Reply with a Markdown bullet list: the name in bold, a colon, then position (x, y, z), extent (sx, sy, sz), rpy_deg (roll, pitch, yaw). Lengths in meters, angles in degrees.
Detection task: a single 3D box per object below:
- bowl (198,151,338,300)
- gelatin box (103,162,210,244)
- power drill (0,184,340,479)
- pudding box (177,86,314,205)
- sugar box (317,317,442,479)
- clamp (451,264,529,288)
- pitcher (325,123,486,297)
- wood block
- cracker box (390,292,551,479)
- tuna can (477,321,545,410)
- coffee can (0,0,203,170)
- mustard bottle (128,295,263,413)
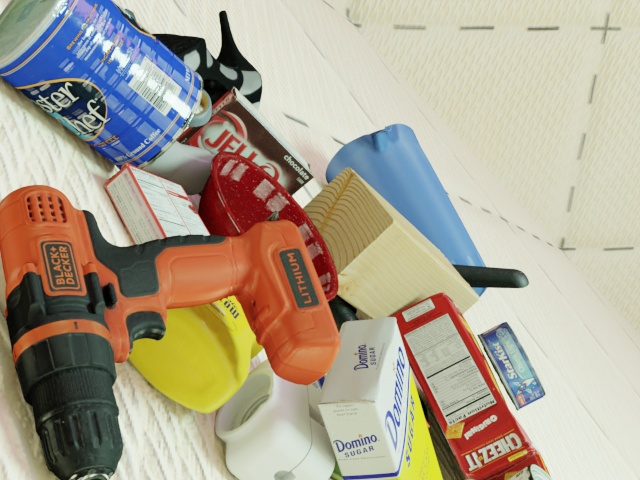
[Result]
- **bowl**: position (-0.056, 0.001, 0.935), extent (0.162, 0.055, 0.162), rpy_deg (44, 20, -21)
- **gelatin box**: position (-0.123, -0.012, 0.838), extent (0.089, 0.030, 0.073), rpy_deg (57, 18, 25)
- **power drill**: position (-0.084, 0.049, 0.612), extent (0.187, 0.057, 0.184), rpy_deg (2, 53, -33)
- **pudding box**: position (-0.076, -0.074, 1.003), extent (0.113, 0.090, 0.039), rpy_deg (43, 16, -27)
- **sugar box**: position (0.048, 0.151, 0.736), extent (0.093, 0.048, 0.176), rpy_deg (-69, 148, -57)
- **clamp**: position (0.120, 0.043, 1.207), extent (0.210, 0.165, 0.036), rpy_deg (43, 27, 7)
- **pitcher**: position (0.115, -0.016, 1.375), extent (0.149, 0.145, 0.243), rpy_deg (9, 46, -50)
- **wood block**: position (0.066, 0.025, 1.078), extent (0.205, 0.091, 0.090), rpy_deg (37, 12, -51)
- **cracker box**: position (0.156, 0.176, 1.036), extent (0.164, 0.072, 0.214), rpy_deg (58, 5, -44)
- **tuna can**: position (0.192, 0.126, 1.072), extent (0.086, 0.034, 0.086), rpy_deg (62, 4, -8)
- **coffee can**: position (-0.176, -0.134, 0.834), extent (0.140, 0.103, 0.103), rpy_deg (40, 18, -34)
- **mustard bottle**: position (-0.079, 0.049, 0.761), extent (0.096, 0.058, 0.191), rpy_deg (44, 15, -2)
